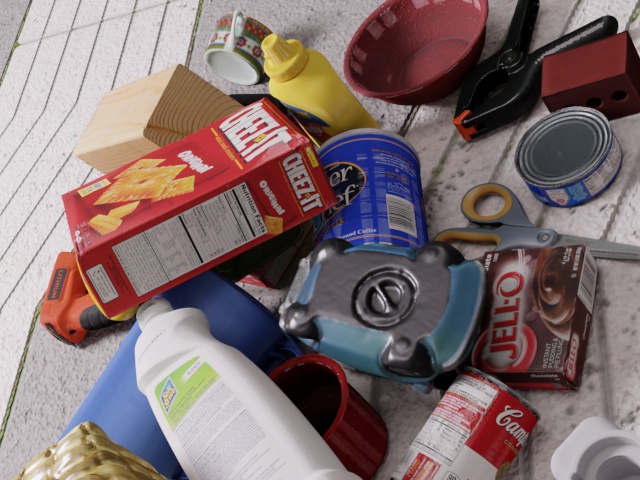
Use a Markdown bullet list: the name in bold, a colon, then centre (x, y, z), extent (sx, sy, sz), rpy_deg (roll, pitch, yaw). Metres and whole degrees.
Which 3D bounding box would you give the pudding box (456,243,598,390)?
- **pudding box**: centre (0.162, 0.060, 0.830), extent (0.090, 0.039, 0.113), rpy_deg (-5, 53, 37)

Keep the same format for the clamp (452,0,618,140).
- **clamp**: centre (0.195, -0.162, 0.997), extent (0.120, 0.039, 0.171), rpy_deg (23, 75, 52)

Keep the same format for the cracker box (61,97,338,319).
- **cracker box**: centre (-0.112, -0.037, 0.925), extent (0.213, 0.072, 0.164), rpy_deg (-27, 25, -5)

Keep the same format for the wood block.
- **wood block**: centre (-0.182, -0.118, 1.171), extent (0.206, 0.090, 0.090), rpy_deg (-2, 59, 58)

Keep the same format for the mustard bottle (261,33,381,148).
- **mustard bottle**: centre (0.005, -0.122, 0.994), extent (0.058, 0.191, 0.096), rpy_deg (-47, 41, -5)

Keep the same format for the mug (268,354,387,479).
- **mug**: centre (-0.001, 0.160, 0.842), extent (0.093, 0.081, 0.117), rpy_deg (-9, 50, 33)

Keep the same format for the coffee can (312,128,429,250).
- **coffee can**: centre (0.043, -0.015, 0.940), extent (0.103, 0.102, 0.140), rpy_deg (-23, 44, 22)

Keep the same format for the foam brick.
- **foam brick**: centre (0.238, -0.137, 0.929), extent (0.078, 0.053, 0.051), rpy_deg (-14, 48, 30)

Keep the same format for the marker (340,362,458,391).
- **marker**: centre (0.068, 0.107, 0.880), extent (0.121, 0.020, 0.020), rpy_deg (7, 60, 41)

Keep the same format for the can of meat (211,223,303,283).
- **can of meat**: centre (-0.074, -0.019, 1.025), extent (0.102, 0.057, 0.084), rpy_deg (-33, 37, 9)

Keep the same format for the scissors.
- **scissors**: centre (0.186, -0.015, 0.894), extent (0.202, 0.016, 0.096), rpy_deg (-7, 52, 34)

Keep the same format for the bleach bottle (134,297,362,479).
- **bleach bottle**: centre (-0.070, 0.127, 0.800), extent (0.102, 0.068, 0.251), rpy_deg (-46, 51, 7)

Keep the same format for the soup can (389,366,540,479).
- **soup can**: centre (0.104, 0.152, 0.776), extent (0.069, 0.068, 0.102), rpy_deg (22, 72, 47)

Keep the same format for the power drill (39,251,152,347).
- **power drill**: centre (-0.201, 0.031, 1.130), extent (0.188, 0.057, 0.184), rpy_deg (-15, 48, 28)

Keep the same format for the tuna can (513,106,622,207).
- **tuna can**: centre (0.211, -0.071, 0.907), extent (0.086, 0.033, 0.086), rpy_deg (-22, 45, 23)

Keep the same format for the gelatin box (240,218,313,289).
- **gelatin box**: centre (-0.057, 0.001, 1.062), extent (0.073, 0.030, 0.089), rpy_deg (11, 63, 44)

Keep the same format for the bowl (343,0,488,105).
- **bowl**: centre (0.105, -0.189, 1.077), extent (0.162, 0.055, 0.162), rpy_deg (-22, 45, 23)

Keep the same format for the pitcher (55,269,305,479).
- **pitcher**: centre (-0.129, 0.147, 0.929), extent (0.243, 0.145, 0.149), rpy_deg (-55, 15, -8)
